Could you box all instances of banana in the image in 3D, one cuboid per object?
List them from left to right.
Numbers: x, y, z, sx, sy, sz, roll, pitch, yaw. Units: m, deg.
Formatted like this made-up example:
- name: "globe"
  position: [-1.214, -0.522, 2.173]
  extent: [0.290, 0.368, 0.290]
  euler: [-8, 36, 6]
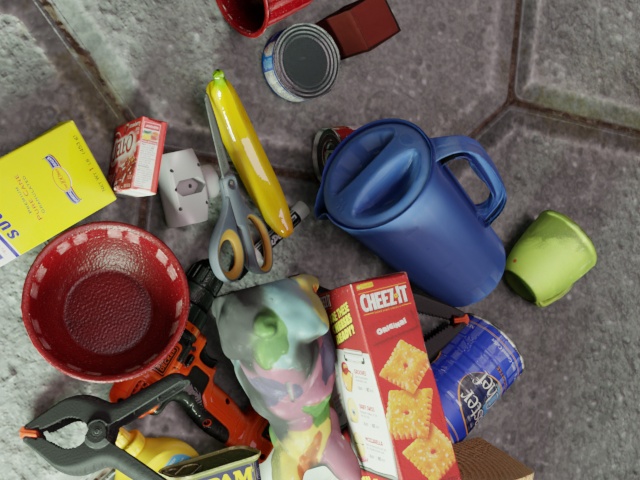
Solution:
- name: "banana"
  position: [-0.081, -0.095, 1.146]
  extent: [0.037, 0.069, 0.198]
  euler: [-24, 111, 4]

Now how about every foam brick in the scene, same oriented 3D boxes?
- name: "foam brick"
  position: [0.042, -0.242, 1.208]
  extent: [0.052, 0.078, 0.051]
  euler: [-37, 106, -27]

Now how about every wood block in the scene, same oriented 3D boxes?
- name: "wood block"
  position: [0.160, 0.338, 1.192]
  extent: [0.090, 0.090, 0.206]
  euler: [-7, 114, -38]

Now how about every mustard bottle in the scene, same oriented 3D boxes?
- name: "mustard bottle"
  position: [-0.156, 0.261, 1.104]
  extent: [0.096, 0.058, 0.191]
  euler: [-46, 111, -21]

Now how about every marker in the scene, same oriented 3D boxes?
- name: "marker"
  position: [-0.058, 0.001, 1.183]
  extent: [0.121, 0.020, 0.020]
  euler: [-45, 110, -22]

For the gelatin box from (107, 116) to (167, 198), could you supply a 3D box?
- name: "gelatin box"
  position: [-0.187, -0.082, 1.071]
  extent: [0.030, 0.089, 0.073]
  euler: [12, 84, -28]

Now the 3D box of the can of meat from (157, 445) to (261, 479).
- name: "can of meat"
  position: [-0.105, 0.261, 1.068]
  extent: [0.101, 0.058, 0.084]
  euler: [-11, 95, -32]

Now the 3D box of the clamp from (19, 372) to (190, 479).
- name: "clamp"
  position: [-0.205, 0.197, 1.032]
  extent: [0.171, 0.039, 0.120]
  euler: [-11, 60, 8]

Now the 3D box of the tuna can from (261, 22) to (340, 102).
- name: "tuna can"
  position: [-0.022, -0.198, 1.196]
  extent: [0.086, 0.034, 0.086]
  euler: [0, 90, -29]

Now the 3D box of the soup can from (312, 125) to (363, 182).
- name: "soup can"
  position: [0.051, -0.098, 1.217]
  extent: [0.102, 0.069, 0.068]
  euler: [-7, 93, -30]

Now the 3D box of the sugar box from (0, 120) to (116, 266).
- name: "sugar box"
  position: [-0.298, -0.036, 1.034]
  extent: [0.176, 0.048, 0.093]
  euler: [-35, 106, -26]

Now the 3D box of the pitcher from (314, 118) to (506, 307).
- name: "pitcher"
  position: [0.122, -0.023, 1.178]
  extent: [0.242, 0.149, 0.145]
  euler: [40, 76, -48]

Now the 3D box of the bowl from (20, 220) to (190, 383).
- name: "bowl"
  position: [-0.211, 0.065, 1.058]
  extent: [0.162, 0.055, 0.162]
  euler: [2, 73, -8]

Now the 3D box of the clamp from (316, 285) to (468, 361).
- name: "clamp"
  position: [0.065, 0.117, 1.211]
  extent: [0.210, 0.036, 0.164]
  euler: [-4, 95, -8]

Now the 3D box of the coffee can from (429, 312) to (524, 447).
- name: "coffee can"
  position: [0.157, 0.169, 1.255]
  extent: [0.140, 0.103, 0.102]
  euler: [-44, 110, -23]

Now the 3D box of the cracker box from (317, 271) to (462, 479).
- name: "cracker box"
  position: [0.057, 0.150, 1.095]
  extent: [0.072, 0.164, 0.214]
  euler: [-12, 85, -22]

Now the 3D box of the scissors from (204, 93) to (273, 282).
- name: "scissors"
  position: [-0.104, -0.043, 1.112]
  extent: [0.096, 0.016, 0.201]
  euler: [-46, 121, -43]

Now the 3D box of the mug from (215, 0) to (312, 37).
- name: "mug"
  position: [-0.065, -0.284, 1.150]
  extent: [0.081, 0.093, 0.117]
  euler: [-33, 69, -30]

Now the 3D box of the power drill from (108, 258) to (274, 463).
- name: "power drill"
  position: [-0.109, 0.137, 1.135]
  extent: [0.187, 0.057, 0.184]
  euler: [38, 72, -22]
